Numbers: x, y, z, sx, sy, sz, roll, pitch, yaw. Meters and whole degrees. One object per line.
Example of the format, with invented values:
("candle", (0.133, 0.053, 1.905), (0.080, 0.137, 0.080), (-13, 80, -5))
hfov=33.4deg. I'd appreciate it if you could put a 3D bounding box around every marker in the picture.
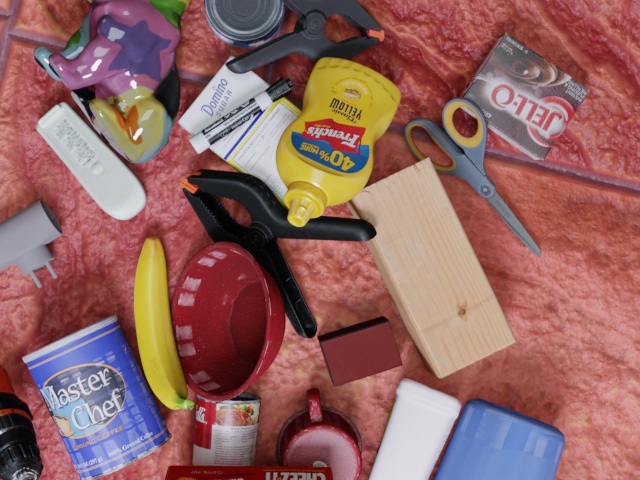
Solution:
("marker", (-0.080, -0.129, 1.092), (0.121, 0.020, 0.020), (-34, 91, -1))

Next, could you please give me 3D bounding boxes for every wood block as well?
("wood block", (0.111, 0.028, 1.108), (0.091, 0.090, 0.206), (-25, 91, -3))

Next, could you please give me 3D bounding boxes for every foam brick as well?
("foam brick", (0.041, 0.116, 1.124), (0.078, 0.053, 0.051), (-17, 91, -3))

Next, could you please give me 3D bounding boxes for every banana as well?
("banana", (-0.163, 0.095, 1.103), (0.037, 0.070, 0.198), (6, 55, -41))

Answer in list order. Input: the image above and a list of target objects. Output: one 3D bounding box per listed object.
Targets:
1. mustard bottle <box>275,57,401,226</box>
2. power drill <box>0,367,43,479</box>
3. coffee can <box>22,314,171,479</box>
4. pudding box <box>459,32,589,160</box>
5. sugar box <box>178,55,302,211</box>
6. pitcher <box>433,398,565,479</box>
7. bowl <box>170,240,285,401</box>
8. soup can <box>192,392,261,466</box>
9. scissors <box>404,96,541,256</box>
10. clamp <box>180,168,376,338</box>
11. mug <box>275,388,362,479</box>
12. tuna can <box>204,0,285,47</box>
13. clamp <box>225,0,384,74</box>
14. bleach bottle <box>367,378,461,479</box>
("mustard bottle", (0.008, -0.092, 1.059), (0.096, 0.058, 0.191), (24, 58, -2))
("power drill", (-0.356, 0.235, 1.061), (0.187, 0.185, 0.057), (-49, 128, 2))
("coffee can", (-0.227, 0.159, 1.089), (0.103, 0.103, 0.140), (-25, 91, -2))
("pudding box", (0.214, -0.152, 1.136), (0.113, 0.039, 0.090), (34, 90, -1))
("sugar box", (-0.053, -0.103, 1.124), (0.176, 0.048, 0.093), (39, 88, 2))
("pitcher", (0.170, 0.294, 1.088), (0.149, 0.145, 0.243), (21, 86, -1))
("bowl", (-0.086, 0.083, 1.092), (0.055, 0.162, 0.162), (7, 90, -43))
("soup can", (-0.098, 0.212, 1.112), (0.068, 0.068, 0.102), (4, 91, -2))
("scissors", (0.181, -0.074, 1.130), (0.202, 0.016, 0.096), (37, 120, -1))
("clamp", (-0.057, 0.001, 1.110), (0.210, 0.036, 0.165), (30, 125, 12))
("mug", (-0.001, 0.212, 1.108), (0.093, 0.081, 0.117), (-4, 90, -2))
("tuna can", (-0.080, -0.249, 1.128), (0.086, 0.034, 0.086), (0, 90, -2))
("clamp", (-0.016, -0.234, 1.102), (0.171, 0.039, 0.120), (-5, 111, -23))
("bleach bottle", (0.069, 0.269, 1.093), (0.068, 0.102, 0.251), (21, 84, 11))
